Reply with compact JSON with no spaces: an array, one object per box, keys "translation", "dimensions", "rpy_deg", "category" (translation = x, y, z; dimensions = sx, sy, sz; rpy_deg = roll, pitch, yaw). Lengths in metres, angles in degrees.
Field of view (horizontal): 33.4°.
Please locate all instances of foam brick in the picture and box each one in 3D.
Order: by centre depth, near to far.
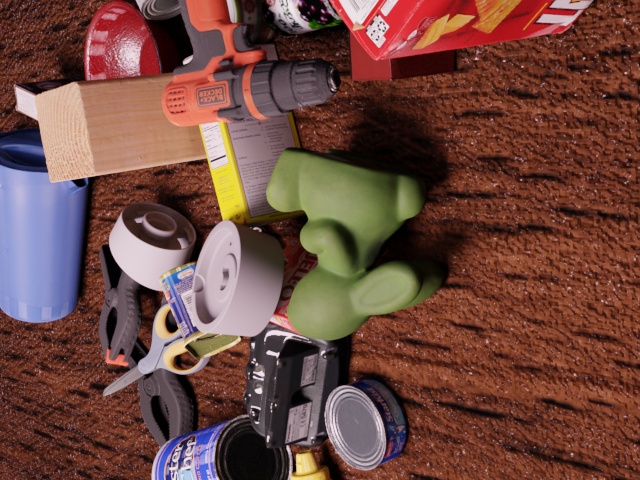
[{"translation":[0.068,-0.163,0.897],"dimensions":[0.053,0.078,0.051],"rpy_deg":[9,107,50],"category":"foam brick"}]

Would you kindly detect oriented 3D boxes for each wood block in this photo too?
[{"translation":[-0.170,-0.120,1.082],"dimensions":[0.091,0.205,0.090],"rpy_deg":[-4,97,49],"category":"wood block"}]

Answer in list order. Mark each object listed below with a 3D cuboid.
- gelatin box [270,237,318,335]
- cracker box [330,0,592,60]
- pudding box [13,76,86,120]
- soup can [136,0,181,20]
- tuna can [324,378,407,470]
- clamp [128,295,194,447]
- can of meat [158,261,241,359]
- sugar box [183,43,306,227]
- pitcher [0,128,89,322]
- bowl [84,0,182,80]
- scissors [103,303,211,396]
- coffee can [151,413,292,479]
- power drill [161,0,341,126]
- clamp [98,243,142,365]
[{"translation":[-0.022,0.043,1.054],"dimensions":[0.073,0.089,0.030],"rpy_deg":[19,153,47],"category":"gelatin box"},{"translation":[0.132,-0.203,0.707],"dimensions":[0.072,0.213,0.164],"rpy_deg":[59,137,17],"category":"cracker box"},{"translation":[-0.313,-0.171,1.322],"dimensions":[0.114,0.089,0.039],"rpy_deg":[23,118,44],"category":"pudding box"},{"translation":[-0.181,-0.298,1.152],"dimensions":[0.069,0.068,0.102],"rpy_deg":[-40,70,47],"category":"soup can"},{"translation":[0.045,0.180,1.053],"dimensions":[0.086,0.033,0.086],"rpy_deg":[17,113,46],"category":"tuna can"},{"translation":[-0.196,0.170,1.325],"dimensions":[0.165,0.036,0.210],"rpy_deg":[-33,74,47],"category":"clamp"},{"translation":[-0.134,0.077,1.187],"dimensions":[0.102,0.057,0.084],"rpy_deg":[75,171,-73],"category":"can of meat"},{"translation":[-0.070,-0.103,1.061],"dimensions":[0.048,0.093,0.176],"rpy_deg":[-19,85,49],"category":"sugar box"},{"translation":[-0.380,-0.021,1.415],"dimensions":[0.149,0.145,0.243],"rpy_deg":[-108,24,-58],"category":"pitcher"},{"translation":[-0.205,-0.193,1.218],"dimensions":[0.162,0.055,0.162],"rpy_deg":[17,113,45],"category":"bowl"},{"translation":[-0.209,0.131,1.293],"dimensions":[0.202,0.016,0.096],"rpy_deg":[-15,87,38],"category":"scissors"},{"translation":[-0.112,0.258,1.202],"dimensions":[0.141,0.102,0.103],"rpy_deg":[-27,80,49],"category":"coffee can"},{"translation":[-0.072,-0.201,0.960],"dimensions":[0.185,0.057,0.187],"rpy_deg":[-4,93,30],"category":"power drill"},{"translation":[-0.251,0.069,1.328],"dimensions":[0.120,0.039,0.171],"rpy_deg":[-11,67,58],"category":"clamp"}]
